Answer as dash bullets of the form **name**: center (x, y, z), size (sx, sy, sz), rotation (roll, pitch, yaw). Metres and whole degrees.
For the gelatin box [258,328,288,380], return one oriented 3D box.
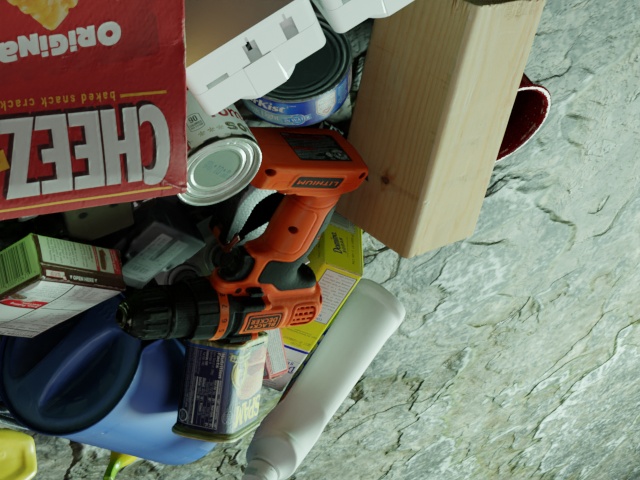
- **gelatin box**: center (-0.072, 0.086, 0.999), size (0.073, 0.089, 0.030), rotation (-7, -174, 44)

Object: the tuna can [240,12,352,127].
- **tuna can**: center (-0.020, -0.124, 0.769), size (0.086, 0.086, 0.034), rotation (-25, 151, -13)

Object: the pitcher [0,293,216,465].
- **pitcher**: center (-0.183, 0.136, 0.970), size (0.145, 0.149, 0.242), rotation (-63, 155, -12)

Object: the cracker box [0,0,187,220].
- **cracker box**: center (-0.156, -0.122, 0.563), size (0.163, 0.072, 0.214), rotation (-11, 110, -33)

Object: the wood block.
- **wood block**: center (0.087, -0.103, 0.828), size (0.090, 0.091, 0.206), rotation (-18, 132, -42)

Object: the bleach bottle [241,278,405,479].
- **bleach bottle**: center (-0.004, 0.151, 1.075), size (0.250, 0.068, 0.103), rotation (-53, -179, -43)

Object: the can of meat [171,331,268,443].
- **can of meat**: center (-0.084, 0.121, 0.923), size (0.102, 0.057, 0.084), rotation (-7, 104, -76)

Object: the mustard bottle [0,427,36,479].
- **mustard bottle**: center (-0.334, 0.192, 0.908), size (0.192, 0.058, 0.096), rotation (-12, 175, 40)

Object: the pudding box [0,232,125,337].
- **pudding box**: center (-0.219, 0.037, 0.809), size (0.114, 0.039, 0.089), rotation (-24, 160, 29)

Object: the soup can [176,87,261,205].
- **soup can**: center (-0.092, -0.083, 0.746), size (0.068, 0.102, 0.068), rotation (-23, 148, -15)

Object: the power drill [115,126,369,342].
- **power drill**: center (-0.055, 0.001, 0.827), size (0.184, 0.057, 0.188), rotation (-5, 134, -38)

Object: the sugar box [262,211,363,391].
- **sugar box**: center (-0.018, 0.054, 1.023), size (0.048, 0.093, 0.176), rotation (22, 127, -17)

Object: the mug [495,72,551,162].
- **mug**: center (0.141, -0.120, 0.926), size (0.093, 0.081, 0.117), rotation (-37, 149, 8)

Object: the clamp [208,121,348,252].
- **clamp**: center (-0.027, -0.061, 0.861), size (0.171, 0.039, 0.120), rotation (-41, 143, 2)
